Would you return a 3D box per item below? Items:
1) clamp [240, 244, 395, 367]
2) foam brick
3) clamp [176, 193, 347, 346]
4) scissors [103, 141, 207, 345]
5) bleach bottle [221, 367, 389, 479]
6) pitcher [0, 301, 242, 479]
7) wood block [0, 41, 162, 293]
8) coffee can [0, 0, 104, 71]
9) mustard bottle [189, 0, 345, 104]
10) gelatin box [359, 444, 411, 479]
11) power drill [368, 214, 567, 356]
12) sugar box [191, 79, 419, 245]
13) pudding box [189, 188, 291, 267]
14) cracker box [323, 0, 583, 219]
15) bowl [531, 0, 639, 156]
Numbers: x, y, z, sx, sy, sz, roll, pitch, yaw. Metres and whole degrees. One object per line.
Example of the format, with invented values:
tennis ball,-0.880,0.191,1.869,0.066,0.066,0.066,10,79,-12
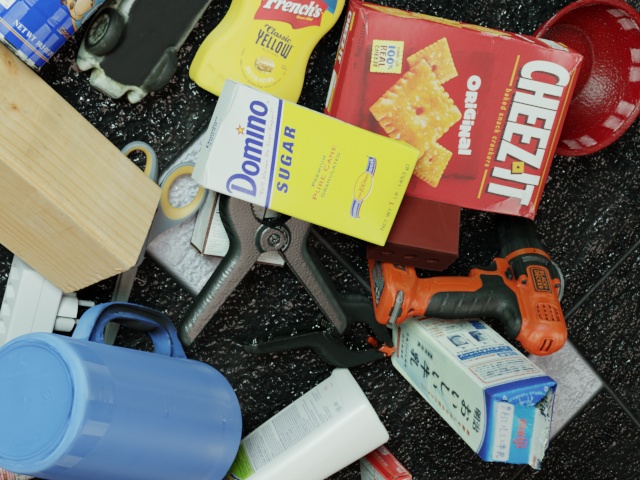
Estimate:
clamp,0.001,0.089,1.077,0.171,0.039,0.120,38,94,-32
foam brick,0.086,-0.008,0.994,0.078,0.053,0.051,10,72,-9
clamp,-0.056,0.001,0.966,0.164,0.036,0.210,-10,109,-19
scissors,-0.153,0.006,0.980,0.096,0.016,0.202,-3,112,-16
bleach bottle,-0.058,0.230,1.085,0.251,0.103,0.068,-31,113,-3
pitcher,-0.178,0.139,0.908,0.145,0.149,0.242,-53,153,2
wood block,-0.237,-0.059,0.854,0.091,0.090,0.206,-20,130,34
coffee can,-0.206,-0.215,0.814,0.140,0.103,0.102,-46,122,-1
mustard bottle,-0.032,-0.205,0.926,0.096,0.058,0.192,24,99,-24
gelatin box,0.073,0.275,1.169,0.030,0.073,0.089,-14,115,-21
power drill,0.145,0.030,1.067,0.187,0.184,0.057,5,130,-8
sugar box,-0.012,-0.066,0.917,0.176,0.048,0.093,17,99,-22
pudding box,-0.064,-0.036,0.995,0.089,0.039,0.113,9,105,-26
cracker box,0.114,-0.119,0.989,0.213,0.072,0.164,10,109,-10
bowl,0.255,-0.169,1.078,0.161,0.055,0.162,-9,114,-21
